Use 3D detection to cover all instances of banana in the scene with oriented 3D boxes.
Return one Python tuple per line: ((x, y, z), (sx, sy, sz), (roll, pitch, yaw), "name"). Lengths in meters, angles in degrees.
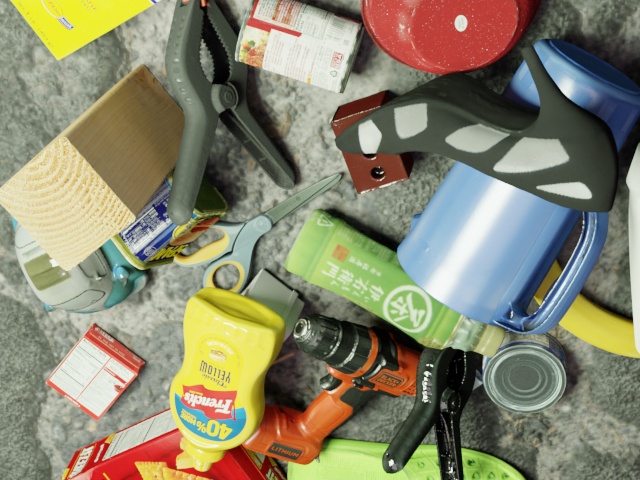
((0.264, 0.064, 1.044), (0.197, 0.037, 0.070), (41, 116, -11), "banana")

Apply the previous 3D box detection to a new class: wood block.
((-0.194, -0.071, 0.964), (0.090, 0.206, 0.090), (-35, 106, 23), "wood block")

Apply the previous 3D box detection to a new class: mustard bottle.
((-0.099, 0.146, 1.047), (0.096, 0.058, 0.192), (21, 116, 13), "mustard bottle")

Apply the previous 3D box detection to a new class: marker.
((0.123, 0.177, 1.134), (0.020, 0.020, 0.121), (43, 115, -12), "marker")

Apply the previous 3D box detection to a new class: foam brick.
((0.049, -0.092, 0.998), (0.053, 0.051, 0.078), (-17, 112, 17), "foam brick")

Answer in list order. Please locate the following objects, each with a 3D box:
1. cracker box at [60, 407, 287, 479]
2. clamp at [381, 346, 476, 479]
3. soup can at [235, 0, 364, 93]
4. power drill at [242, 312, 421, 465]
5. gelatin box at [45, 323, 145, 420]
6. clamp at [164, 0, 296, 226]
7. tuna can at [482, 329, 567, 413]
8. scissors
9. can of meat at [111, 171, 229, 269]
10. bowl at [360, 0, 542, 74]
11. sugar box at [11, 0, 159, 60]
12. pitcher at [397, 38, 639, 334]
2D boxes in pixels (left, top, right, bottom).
((-0.161, 0.280, 1.205), (0.214, 0.072, 0.164), (-27, 108, 21), "cracker box")
((0.112, 0.163, 1.061), (0.039, 0.120, 0.171), (1, 81, 38), "clamp")
((-0.018, -0.179, 0.959), (0.102, 0.068, 0.069), (18, 117, 0), "soup can")
((-0.001, 0.153, 1.088), (0.184, 0.057, 0.188), (26, 126, -37), "power drill")
((-0.248, 0.145, 1.179), (0.073, 0.030, 0.089), (38, 116, -8), "gelatin box")
((-0.090, -0.126, 0.985), (0.036, 0.164, 0.210), (-4, 95, 39), "clamp")
((0.208, 0.134, 1.090), (0.086, 0.033, 0.086), (4, 116, 8), "tuna can")
((-0.057, 0.001, 1.081), (0.202, 0.016, 0.096), (-15, 109, 17), "scissors")
((-0.145, -0.022, 1.035), (0.084, 0.102, 0.057), (-39, 83, 14), "can of meat")
((0.116, -0.197, 0.904), (0.162, 0.055, 0.162), (-3, 132, -4), "bowl")
((-0.197, -0.237, 0.948), (0.177, 0.048, 0.093), (-19, 118, 37), "sugar box")
((0.187, -0.046, 0.949), (0.149, 0.145, 0.243), (29, 114, 0), "pitcher")
